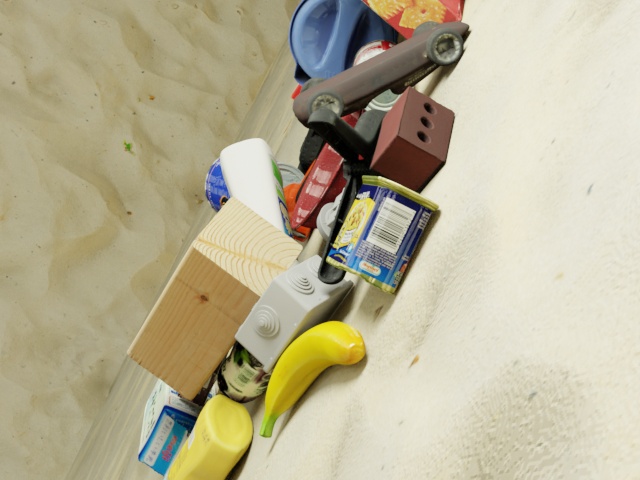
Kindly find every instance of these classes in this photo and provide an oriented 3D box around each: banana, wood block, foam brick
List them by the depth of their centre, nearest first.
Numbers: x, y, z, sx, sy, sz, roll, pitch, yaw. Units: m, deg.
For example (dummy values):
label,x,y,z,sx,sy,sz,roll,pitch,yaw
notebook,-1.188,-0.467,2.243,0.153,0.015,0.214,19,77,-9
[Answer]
label,x,y,z,sx,sy,sz,roll,pitch,yaw
banana,-0.006,0.111,0.943,0.198,0.037,0.069,129,144,-51
foam brick,0.085,-0.091,0.974,0.051,0.053,0.078,-52,15,42
wood block,-0.114,0.065,1.110,0.206,0.091,0.090,-53,1,44

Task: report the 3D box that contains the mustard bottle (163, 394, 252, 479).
label,x,y,z,sx,sy,sz,roll,pitch,yaw
mustard bottle,-0.140,0.261,1.124,0.192,0.058,0.096,-58,13,18

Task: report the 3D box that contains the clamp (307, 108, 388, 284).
label,x,y,z,sx,sy,sz,roll,pitch,yaw
clamp,0.039,-0.077,1.013,0.209,0.036,0.164,-52,-37,-51

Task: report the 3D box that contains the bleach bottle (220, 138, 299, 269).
label,x,y,z,sx,sy,sz,roll,pitch,yaw
bleach bottle,-0.058,0.002,1.223,0.102,0.068,0.251,70,-178,-51

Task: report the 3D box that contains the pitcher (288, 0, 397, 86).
label,x,y,z,sx,sy,sz,roll,pitch,yaw
pitcher,0.051,-0.289,1.408,0.242,0.149,0.145,-64,-27,-69

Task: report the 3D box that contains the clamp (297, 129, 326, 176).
label,x,y,z,sx,sy,sz,roll,pitch,yaw
clamp,-0.006,-0.135,1.503,0.172,0.039,0.120,115,173,-60

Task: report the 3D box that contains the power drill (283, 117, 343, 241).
label,x,y,z,sx,sy,sz,roll,pitch,yaw
power drill,0.007,-0.103,1.358,0.188,0.057,0.184,-57,8,29

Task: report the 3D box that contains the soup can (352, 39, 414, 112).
label,x,y,z,sx,sy,sz,roll,pitch,yaw
soup can,0.072,-0.188,1.236,0.069,0.068,0.102,-58,12,20

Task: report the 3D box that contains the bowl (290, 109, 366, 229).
label,x,y,z,sx,sy,sz,roll,pitch,yaw
bowl,0.029,-0.072,1.179,0.162,0.055,0.162,-58,11,18

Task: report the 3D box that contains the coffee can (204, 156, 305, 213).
label,x,y,z,sx,sy,sz,roll,pitch,yaw
coffee can,-0.089,-0.067,1.490,0.103,0.102,0.140,-62,29,-3

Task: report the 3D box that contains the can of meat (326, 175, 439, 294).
label,x,y,z,sx,sy,sz,roll,pitch,yaw
can of meat,0.050,-0.006,0.909,0.084,0.057,0.102,-64,10,0

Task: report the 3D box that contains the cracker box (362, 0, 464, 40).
label,x,y,z,sx,sy,sz,roll,pitch,yaw
cracker box,0.072,-0.336,1.212,0.072,0.213,0.164,-39,21,35
